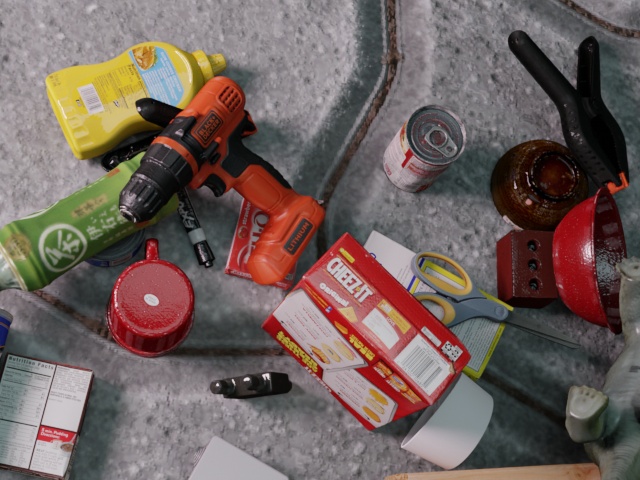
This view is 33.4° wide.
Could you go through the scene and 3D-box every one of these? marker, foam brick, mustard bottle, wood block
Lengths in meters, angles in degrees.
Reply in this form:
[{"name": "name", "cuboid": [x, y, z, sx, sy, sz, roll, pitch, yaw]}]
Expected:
[{"name": "marker", "cuboid": [-0.142, -0.026, 1.147, 0.020, 0.020, 0.121, -21, 80, -16]}, {"name": "foam brick", "cuboid": [0.229, 0.033, 1.188, 0.053, 0.051, 0.078, 3, 75, -10]}, {"name": "mustard bottle", "cuboid": [-0.191, -0.163, 1.153, 0.191, 0.058, 0.096, -23, 78, -16]}, {"name": "wood block", "cuboid": [0.178, 0.279, 1.091, 0.206, 0.090, 0.091, -1, 75, -12]}]

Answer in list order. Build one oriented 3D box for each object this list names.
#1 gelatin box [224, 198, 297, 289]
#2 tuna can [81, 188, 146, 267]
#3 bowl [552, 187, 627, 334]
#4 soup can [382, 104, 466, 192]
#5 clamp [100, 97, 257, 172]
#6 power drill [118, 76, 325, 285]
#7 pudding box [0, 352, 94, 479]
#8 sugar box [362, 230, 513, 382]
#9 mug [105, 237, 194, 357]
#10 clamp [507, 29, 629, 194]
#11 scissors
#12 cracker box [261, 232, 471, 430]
[{"name": "gelatin box", "cuboid": [-0.058, 0.002, 1.150, 0.073, 0.030, 0.089, 15, 72, -7]}, {"name": "tuna can", "cuboid": [-0.225, -0.016, 1.120, 0.086, 0.034, 0.086, 3, 74, -10]}, {"name": "bowl", "cuboid": [0.295, 0.025, 1.173, 0.055, 0.162, 0.162, -7, 73, 27]}, {"name": "soup can", "cuboid": [0.112, -0.099, 1.173, 0.068, 0.102, 0.068, 3, 74, -11]}, {"name": "clamp", "cuboid": [-0.149, -0.111, 1.134, 0.171, 0.120, 0.039, -4, 69, -44]}, {"name": "power drill", "cuboid": [-0.093, -0.043, 1.063, 0.187, 0.057, 0.184, 48, 61, -25]}, {"name": "pudding box", "cuboid": [-0.280, 0.175, 1.055, 0.090, 0.039, 0.113, 14, 71, -7]}, {"name": "sugar box", "cuboid": [0.110, 0.073, 1.157, 0.176, 0.048, 0.093, 29, 70, 1]}, {"name": "mug", "cuboid": [-0.171, 0.055, 1.086, 0.093, 0.082, 0.117, 3, 74, -11]}, {"name": "clamp", "cuboid": [0.293, -0.151, 1.220, 0.164, 0.036, 0.210, 1, 67, -40]}, {"name": "scissors", "cuboid": [0.172, 0.088, 1.130, 0.202, 0.016, 0.096, 36, 68, 2]}, {"name": "cracker box", "cuboid": [0.038, 0.096, 1.047, 0.164, 0.214, 0.072, 44, 70, 2]}]
